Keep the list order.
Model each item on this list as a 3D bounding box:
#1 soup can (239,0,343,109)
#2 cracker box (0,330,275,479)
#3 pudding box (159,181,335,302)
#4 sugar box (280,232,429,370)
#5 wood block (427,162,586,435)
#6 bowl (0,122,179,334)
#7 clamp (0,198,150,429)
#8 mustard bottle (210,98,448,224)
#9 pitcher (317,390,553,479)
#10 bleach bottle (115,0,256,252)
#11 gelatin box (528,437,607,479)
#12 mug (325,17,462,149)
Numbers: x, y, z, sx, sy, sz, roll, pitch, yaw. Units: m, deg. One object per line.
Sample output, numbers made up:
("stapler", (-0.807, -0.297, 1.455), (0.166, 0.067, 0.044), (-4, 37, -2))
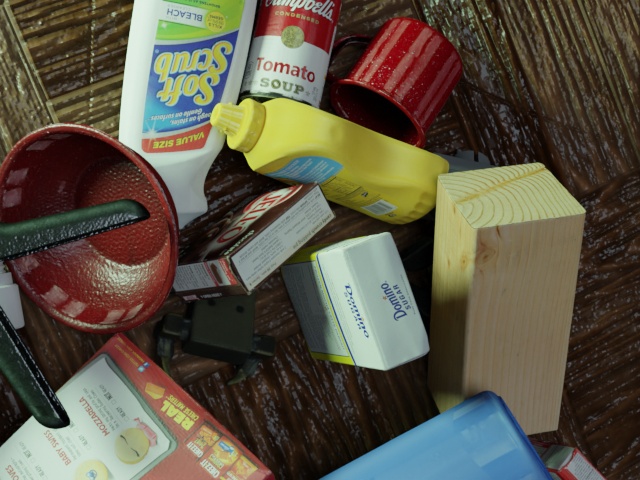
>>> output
("soup can", (-0.024, -0.157, 0.878), (0.068, 0.069, 0.102), (14, 83, -18))
("cracker box", (-0.162, 0.199, 0.776), (0.164, 0.072, 0.213), (39, 74, 18))
("pudding box", (-0.056, 0.001, 0.829), (0.113, 0.090, 0.039), (-44, 112, -36))
("sugar box", (0.022, 0.047, 0.824), (0.048, 0.176, 0.093), (-21, 94, -19))
("wood block", (0.143, 0.053, 0.859), (0.090, 0.090, 0.206), (-7, 121, -10))
("bowl", (-0.164, -0.014, 0.801), (0.162, 0.162, 0.055), (64, 29, -6))
("clamp", (-0.237, 0.030, 0.727), (0.210, 0.036, 0.164), (14, 84, -2))
("mustard bottle", (0.001, -0.068, 0.854), (0.191, 0.096, 0.058), (19, 73, -26))
("pitcher", (0.060, 0.226, 0.802), (0.243, 0.145, 0.149), (-32, 87, 5))
("bleach bottle", (-0.106, -0.114, 0.851), (0.102, 0.068, 0.251), (7, 87, -20))
("gelatin box", (0.214, 0.208, 0.929), (0.073, 0.089, 0.030), (45, 73, -12))
("mug", (0.057, -0.137, 0.902), (0.117, 0.093, 0.081), (27, 70, 19))
